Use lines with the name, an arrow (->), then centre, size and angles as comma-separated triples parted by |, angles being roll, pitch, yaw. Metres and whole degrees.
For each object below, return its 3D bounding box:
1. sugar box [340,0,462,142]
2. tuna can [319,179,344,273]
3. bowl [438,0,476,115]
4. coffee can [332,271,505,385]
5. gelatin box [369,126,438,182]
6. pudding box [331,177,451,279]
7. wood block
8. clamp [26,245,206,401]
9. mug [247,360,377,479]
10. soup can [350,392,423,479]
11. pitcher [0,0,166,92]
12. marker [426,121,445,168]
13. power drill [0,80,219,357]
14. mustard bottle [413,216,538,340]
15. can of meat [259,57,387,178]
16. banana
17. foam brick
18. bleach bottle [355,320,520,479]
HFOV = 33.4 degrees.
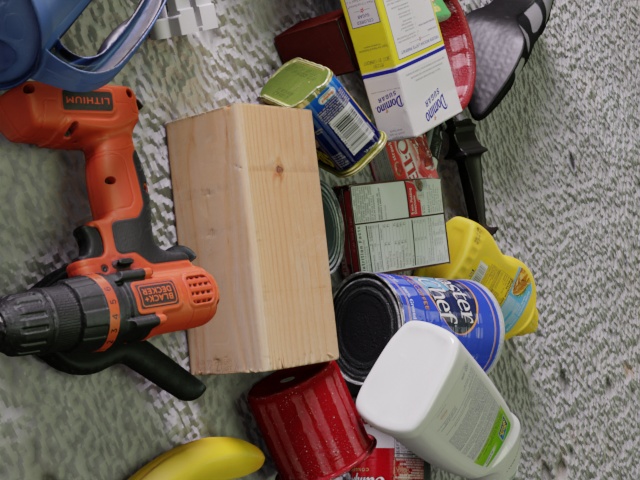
sugar box -> 0.068, -0.185, 0.962 | 0.093, 0.048, 0.176 | -31, 111, -48
tuna can -> -0.012, -0.010, 0.949 | 0.086, 0.034, 0.086 | 26, 61, -59
bowl -> 0.095, -0.199, 1.105 | 0.161, 0.055, 0.162 | 14, 71, -46
coffee can -> 0.088, 0.084, 0.996 | 0.140, 0.103, 0.103 | 6, 78, -41
gelatin box -> 0.084, -0.080, 1.092 | 0.073, 0.030, 0.089 | -29, 104, -48
pudding box -> 0.069, -0.013, 1.030 | 0.113, 0.039, 0.090 | -7, 92, -29
wood block -> -0.055, 0.001, 0.867 | 0.090, 0.090, 0.206 | -2, 84, -49
clamp -> -0.150, 0.068, 0.780 | 0.171, 0.039, 0.120 | -7, 77, -44
mug -> -0.008, 0.147, 0.904 | 0.117, 0.093, 0.081 | -52, 121, -74
soup can -> 0.062, 0.194, 0.983 | 0.068, 0.069, 0.102 | 16, 71, -47
pitcher -> -0.180, -0.216, 0.732 | 0.242, 0.145, 0.149 | -61, 147, -40
marker -> 0.126, -0.125, 1.158 | 0.020, 0.020, 0.121 | 38, 56, -39
power drill -> -0.166, -0.015, 0.736 | 0.184, 0.057, 0.188 | -6, 75, -50
mustard bottle -> 0.182, 0.057, 1.150 | 0.191, 0.058, 0.096 | 35, 83, -41
can of meat -> 0.000, -0.110, 0.946 | 0.057, 0.102, 0.084 | -44, 119, -6
banana -> -0.114, 0.194, 0.804 | 0.197, 0.037, 0.069 | -39, 121, -46
foam brick -> 0.007, -0.180, 0.985 | 0.052, 0.078, 0.051 | -41, 116, -45
bleach bottle -> 0.123, 0.169, 0.956 | 0.102, 0.068, 0.250 | -58, 141, -15
